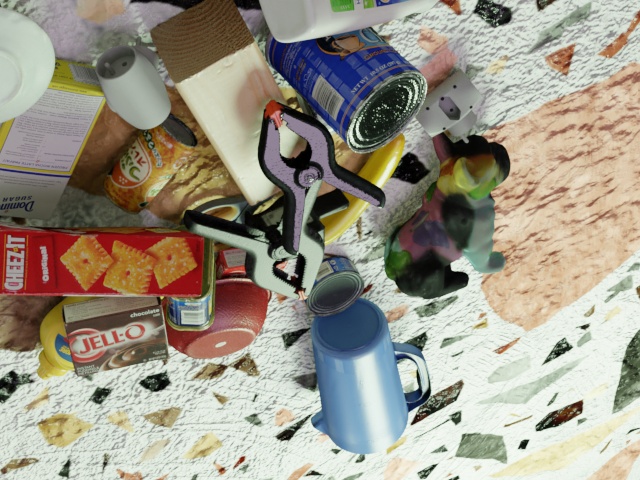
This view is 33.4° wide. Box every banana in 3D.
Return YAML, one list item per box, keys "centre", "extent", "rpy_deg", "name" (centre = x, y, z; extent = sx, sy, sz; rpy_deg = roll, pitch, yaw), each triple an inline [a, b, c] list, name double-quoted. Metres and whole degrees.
- centre: [0.045, -0.055, 1.316]
  extent: [0.198, 0.037, 0.069]
  rpy_deg: [-50, 176, 16]
  name: "banana"

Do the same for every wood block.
- centre: [-0.085, -0.142, 1.105]
  extent: [0.090, 0.091, 0.206]
  rpy_deg: [-28, 143, 0]
  name: "wood block"

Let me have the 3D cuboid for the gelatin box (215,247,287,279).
- centre: [-0.091, 0.037, 1.340]
  extent: [0.089, 0.030, 0.073]
  rpy_deg: [-9, 152, -25]
  name: "gelatin box"

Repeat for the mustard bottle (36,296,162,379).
- centre: [-0.280, 0.101, 1.282]
  extent: [0.192, 0.058, 0.096]
  rpy_deg: [-45, 138, 20]
  name: "mustard bottle"

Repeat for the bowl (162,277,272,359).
- centre: [-0.133, 0.107, 1.352]
  extent: [0.162, 0.055, 0.162]
  rpy_deg: [-14, 155, -7]
  name: "bowl"

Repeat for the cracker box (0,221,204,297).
- centre: [-0.250, 0.018, 1.111]
  extent: [0.213, 0.164, 0.072]
  rpy_deg: [3, 91, -28]
  name: "cracker box"

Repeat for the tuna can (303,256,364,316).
- centre: [0.014, 0.062, 1.446]
  extent: [0.086, 0.034, 0.086]
  rpy_deg: [-18, 141, -15]
  name: "tuna can"

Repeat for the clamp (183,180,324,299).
- centre: [-0.058, 0.001, 1.184]
  extent: [0.164, 0.036, 0.210]
  rpy_deg: [-20, 140, -8]
  name: "clamp"

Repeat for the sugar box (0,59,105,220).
- centre: [-0.286, -0.099, 1.063]
  extent: [0.093, 0.048, 0.176]
  rpy_deg: [6, 134, -38]
  name: "sugar box"

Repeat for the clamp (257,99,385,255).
- centre: [-0.021, -0.063, 1.091]
  extent: [0.120, 0.039, 0.171]
  rpy_deg: [-39, 120, 1]
  name: "clamp"

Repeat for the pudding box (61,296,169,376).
- centre: [-0.236, 0.106, 1.234]
  extent: [0.113, 0.039, 0.090]
  rpy_deg: [-13, 134, -13]
  name: "pudding box"

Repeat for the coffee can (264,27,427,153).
- centre: [0.025, -0.172, 1.083]
  extent: [0.102, 0.140, 0.103]
  rpy_deg: [-32, 153, -19]
  name: "coffee can"

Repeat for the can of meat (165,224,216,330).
- centre: [-0.151, 0.042, 1.243]
  extent: [0.057, 0.102, 0.084]
  rpy_deg: [2, 152, -5]
  name: "can of meat"

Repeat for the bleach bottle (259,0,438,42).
- centre: [0.048, -0.262, 1.039]
  extent: [0.068, 0.102, 0.250]
  rpy_deg: [-6, -167, 46]
  name: "bleach bottle"

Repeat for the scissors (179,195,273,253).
- centre: [-0.071, -0.041, 1.289]
  extent: [0.201, 0.016, 0.096]
  rpy_deg: [-22, 143, -9]
  name: "scissors"

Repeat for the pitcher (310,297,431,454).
- centre: [0.065, 0.191, 1.551]
  extent: [0.149, 0.145, 0.243]
  rpy_deg: [-49, 148, -29]
  name: "pitcher"
